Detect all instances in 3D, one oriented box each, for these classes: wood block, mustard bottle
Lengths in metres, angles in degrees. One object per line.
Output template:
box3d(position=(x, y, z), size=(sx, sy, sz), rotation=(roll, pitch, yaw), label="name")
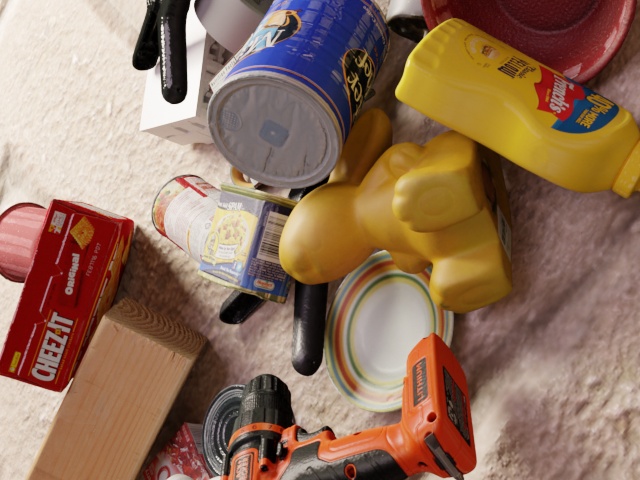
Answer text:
box3d(position=(-0.194, 0.169, 0.988), size=(0.206, 0.091, 0.090), rotation=(-63, 1, 9), label="wood block")
box3d(position=(0.153, -0.082, 0.730), size=(0.192, 0.096, 0.058), rotation=(31, 127, 15), label="mustard bottle")

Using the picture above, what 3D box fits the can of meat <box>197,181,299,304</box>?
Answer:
box3d(position=(-0.056, 0.001, 0.894), size=(0.102, 0.057, 0.084), rotation=(16, 90, 59), label="can of meat")

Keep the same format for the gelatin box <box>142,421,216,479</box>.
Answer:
box3d(position=(-0.118, 0.221, 0.960), size=(0.073, 0.030, 0.089), rotation=(-50, 47, 21), label="gelatin box")

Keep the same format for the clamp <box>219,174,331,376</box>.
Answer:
box3d(position=(-0.008, 0.007, 0.907), size=(0.210, 0.036, 0.165), rotation=(-63, 33, 6), label="clamp")

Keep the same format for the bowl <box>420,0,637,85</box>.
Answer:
box3d(position=(0.155, -0.187, 0.772), size=(0.162, 0.055, 0.162), rotation=(15, 121, 26), label="bowl")

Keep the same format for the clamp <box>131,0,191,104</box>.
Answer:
box3d(position=(-0.139, -0.213, 0.989), size=(0.120, 0.039, 0.172), rotation=(49, 135, 44), label="clamp")

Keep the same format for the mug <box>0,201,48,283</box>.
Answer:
box3d(position=(-0.302, 0.018, 1.180), size=(0.082, 0.093, 0.117), rotation=(9, 114, 41), label="mug")

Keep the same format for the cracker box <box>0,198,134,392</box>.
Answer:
box3d(position=(-0.239, 0.048, 1.035), size=(0.214, 0.072, 0.164), rotation=(-168, 96, -84), label="cracker box")

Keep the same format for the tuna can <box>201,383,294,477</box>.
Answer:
box3d(position=(-0.064, 0.167, 0.921), size=(0.086, 0.033, 0.086), rotation=(-17, 65, 41), label="tuna can")

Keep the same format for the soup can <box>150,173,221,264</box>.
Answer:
box3d(position=(-0.104, -0.013, 0.997), size=(0.102, 0.068, 0.068), rotation=(33, 101, 45), label="soup can")

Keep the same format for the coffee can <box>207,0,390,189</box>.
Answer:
box3d(position=(-0.014, -0.123, 0.815), size=(0.103, 0.102, 0.140), rotation=(-22, 30, 39), label="coffee can")

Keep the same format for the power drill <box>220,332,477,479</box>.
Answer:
box3d(position=(0.015, 0.138, 0.767), size=(0.188, 0.057, 0.184), rotation=(-28, 31, 19), label="power drill")
